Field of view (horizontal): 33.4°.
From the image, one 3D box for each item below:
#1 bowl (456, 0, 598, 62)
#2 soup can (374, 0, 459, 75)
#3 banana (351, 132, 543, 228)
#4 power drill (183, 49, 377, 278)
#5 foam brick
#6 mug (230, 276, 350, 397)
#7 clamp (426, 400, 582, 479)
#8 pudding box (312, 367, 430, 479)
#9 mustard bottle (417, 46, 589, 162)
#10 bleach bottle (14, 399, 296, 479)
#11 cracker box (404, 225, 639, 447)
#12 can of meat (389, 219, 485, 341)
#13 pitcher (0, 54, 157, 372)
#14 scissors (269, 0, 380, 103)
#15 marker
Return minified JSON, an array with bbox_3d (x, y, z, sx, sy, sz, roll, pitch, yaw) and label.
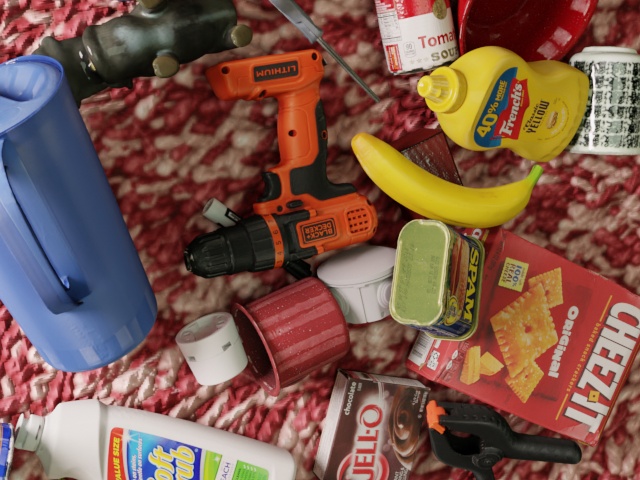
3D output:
[{"bbox_3d":[0.184,-0.228,1.001,0.162,0.055,0.162,-20,136,-21],"label":"bowl"},{"bbox_3d":[0.087,-0.209,0.983,0.068,0.069,0.102,-16,104,-17],"label":"soup can"},{"bbox_3d":[0.116,-0.049,0.980,0.197,0.037,0.069,9,71,-23],"label":"banana"},{"bbox_3d":[-0.048,-0.068,0.951,0.184,0.057,0.187,-14,99,-24],"label":"power drill"},{"bbox_3d":[0.099,-0.061,1.018,0.051,0.053,0.078,-26,106,-15],"label":"foam brick"},{"bbox_3d":[-0.025,0.093,0.986,0.081,0.093,0.117,-24,136,-20],"label":"mug"},{"bbox_3d":[0.163,0.215,1.068,0.171,0.039,0.120,27,117,-20],"label":"clamp"},{"bbox_3d":[0.049,0.187,1.045,0.089,0.039,0.113,10,95,-22],"label":"pudding box"},{"bbox_3d":[0.163,-0.129,0.986,0.191,0.058,0.096,4,118,-39],"label":"mustard bottle"},{"bbox_3d":[-0.153,0.208,0.965,0.250,0.068,0.102,18,89,-19],"label":"bleach bottle"},{"bbox_3d":[0.215,0.095,1.073,0.213,0.072,0.164,24,90,-22],"label":"cracker box"},{"bbox_3d":[0.107,0.036,0.980,0.083,0.058,0.102,24,71,-59],"label":"can of meat"},{"bbox_3d":[-0.217,-0.008,0.836,0.149,0.145,0.243,-55,138,-39],"label":"pitcher"},{"bbox_3d":[-0.020,-0.201,0.957,0.016,0.096,0.201,-42,134,10],"label":"scissors"},{"bbox_3d":[-0.056,0.001,0.990,0.121,0.020,0.020,36,85,-21],"label":"marker"}]
